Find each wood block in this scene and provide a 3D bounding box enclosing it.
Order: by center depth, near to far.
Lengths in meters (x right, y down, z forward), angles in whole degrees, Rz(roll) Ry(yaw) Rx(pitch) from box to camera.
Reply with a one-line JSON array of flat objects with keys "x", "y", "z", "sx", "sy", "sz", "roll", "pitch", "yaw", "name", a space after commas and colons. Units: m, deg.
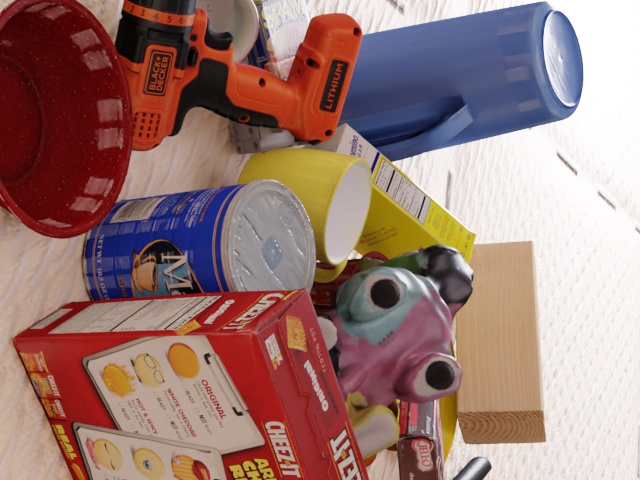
[{"x": 0.198, "y": 0.113, "z": 1.183, "sx": 0.090, "sy": 0.091, "sz": 0.206, "roll": 68, "pitch": 21, "yaw": -55, "name": "wood block"}]

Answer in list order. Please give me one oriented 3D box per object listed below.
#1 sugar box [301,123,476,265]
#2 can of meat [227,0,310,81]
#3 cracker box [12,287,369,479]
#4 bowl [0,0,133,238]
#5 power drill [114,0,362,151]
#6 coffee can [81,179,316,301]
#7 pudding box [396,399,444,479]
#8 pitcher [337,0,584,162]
[{"x": 0.052, "y": -0.027, "z": 0.992, "sx": 0.176, "sy": 0.094, "sz": 0.048, "roll": 35, "pitch": 54, "yaw": -24, "name": "sugar box"}, {"x": -0.047, "y": -0.178, "z": 0.946, "sx": 0.101, "sy": 0.058, "sz": 0.084, "roll": -37, "pitch": 118, "yaw": -51, "name": "can of meat"}, {"x": -0.085, "y": 0.119, "z": 0.711, "sx": 0.072, "sy": 0.214, "sz": 0.164, "roll": -40, "pitch": 118, "yaw": -50, "name": "cracker box"}, {"x": -0.192, "y": -0.081, "z": 0.709, "sx": 0.161, "sy": 0.055, "sz": 0.162, "roll": 0, "pitch": 90, "yaw": -65, "name": "bowl"}, {"x": -0.064, "y": -0.151, "z": 0.816, "sx": 0.187, "sy": 0.057, "sz": 0.184, "roll": 5, "pitch": 114, "yaw": -29, "name": "power drill"}, {"x": -0.089, "y": 0.013, "z": 0.784, "sx": 0.102, "sy": 0.141, "sz": 0.103, "roll": 11, "pitch": 77, "yaw": -54, "name": "coffee can"}, {"x": 0.092, "y": 0.192, "z": 0.972, "sx": 0.090, "sy": 0.039, "sz": 0.113, "roll": -76, "pitch": 163, "yaw": -58, "name": "pudding box"}, {"x": 0.115, "y": -0.142, "z": 1.010, "sx": 0.144, "sy": 0.243, "sz": 0.149, "roll": 6, "pitch": 80, "yaw": -53, "name": "pitcher"}]
